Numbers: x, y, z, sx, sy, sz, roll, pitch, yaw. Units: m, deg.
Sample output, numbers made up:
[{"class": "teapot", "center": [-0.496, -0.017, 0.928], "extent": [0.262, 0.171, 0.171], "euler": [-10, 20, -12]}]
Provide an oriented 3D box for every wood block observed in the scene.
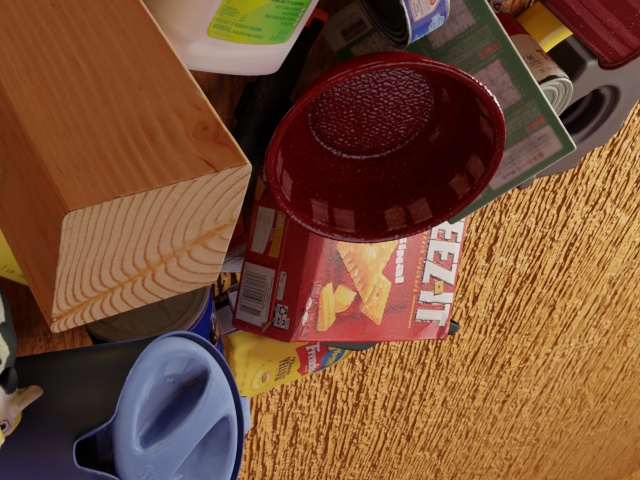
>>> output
[{"class": "wood block", "center": [-0.128, -0.071, 0.526], "extent": [0.090, 0.206, 0.090], "euler": [-17, 148, -30]}]

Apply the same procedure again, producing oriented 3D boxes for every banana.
[{"class": "banana", "center": [0.172, -0.147, 0.876], "extent": [0.198, 0.069, 0.037], "euler": [-40, -177, 6]}]

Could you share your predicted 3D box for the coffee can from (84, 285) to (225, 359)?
[{"class": "coffee can", "center": [-0.132, 0.068, 0.853], "extent": [0.102, 0.103, 0.140], "euler": [-26, 152, -14]}]

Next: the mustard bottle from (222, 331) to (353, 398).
[{"class": "mustard bottle", "center": [-0.022, 0.102, 1.073], "extent": [0.191, 0.058, 0.096], "euler": [-17, 140, -30]}]

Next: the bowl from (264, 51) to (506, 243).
[{"class": "bowl", "center": [0.040, -0.072, 0.721], "extent": [0.162, 0.055, 0.162], "euler": [-7, 137, -6]}]

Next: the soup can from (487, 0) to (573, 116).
[{"class": "soup can", "center": [0.136, -0.133, 0.819], "extent": [0.068, 0.102, 0.068], "euler": [-25, 151, -16]}]

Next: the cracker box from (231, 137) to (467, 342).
[{"class": "cracker box", "center": [0.036, -0.001, 0.873], "extent": [0.213, 0.072, 0.164], "euler": [6, 96, -49]}]

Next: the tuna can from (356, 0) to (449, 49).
[{"class": "tuna can", "center": [0.046, -0.169, 0.685], "extent": [0.033, 0.086, 0.086], "euler": [-31, 152, -8]}]

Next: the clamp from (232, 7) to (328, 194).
[{"class": "clamp", "center": [-0.043, -0.080, 0.727], "extent": [0.039, 0.120, 0.172], "euler": [18, 129, -9]}]

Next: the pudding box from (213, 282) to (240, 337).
[{"class": "pudding box", "center": [-0.043, 0.051, 0.957], "extent": [0.113, 0.039, 0.090], "euler": [-17, 174, -26]}]

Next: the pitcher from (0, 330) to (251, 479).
[{"class": "pitcher", "center": [-0.179, 0.139, 0.773], "extent": [0.243, 0.145, 0.149], "euler": [-7, 134, 32]}]

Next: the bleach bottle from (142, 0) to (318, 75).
[{"class": "bleach bottle", "center": [-0.010, -0.209, 0.589], "extent": [0.102, 0.068, 0.251], "euler": [-3, 137, -45]}]
